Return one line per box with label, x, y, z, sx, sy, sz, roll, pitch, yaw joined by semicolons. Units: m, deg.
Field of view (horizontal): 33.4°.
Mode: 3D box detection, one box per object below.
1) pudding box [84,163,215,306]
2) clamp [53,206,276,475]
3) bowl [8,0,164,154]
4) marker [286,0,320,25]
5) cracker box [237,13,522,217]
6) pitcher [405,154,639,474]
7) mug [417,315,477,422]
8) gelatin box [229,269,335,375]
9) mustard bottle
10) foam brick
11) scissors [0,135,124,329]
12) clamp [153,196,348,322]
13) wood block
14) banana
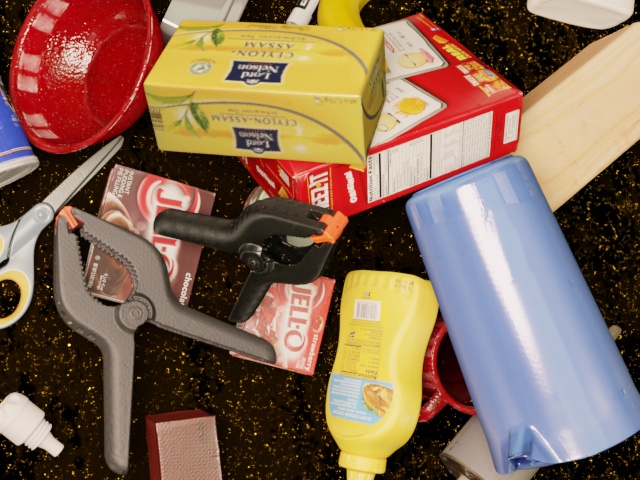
pudding box;-0.148;0.001;0.909;0.090;0.039;0.113;16;82;-17
clamp;-0.141;0.059;0.865;0.164;0.036;0.210;-28;91;-23
bowl;-0.180;-0.143;0.872;0.055;0.162;0.162;19;78;-54
marker;0.004;-0.247;0.986;0.020;0.020;0.121;31;78;-13
cracker box;0.038;-0.105;0.913;0.213;0.164;0.072;-22;134;-17
pitcher;0.168;0.056;0.881;0.145;0.149;0.243;-22;89;-4
mug;0.119;0.117;0.962;0.093;0.082;0.117;43;75;-10
gelatin box;-0.033;0.067;0.945;0.073;0.030;0.089;17;81;-16
mustard bottle;0.048;0.124;0.932;0.058;0.096;0.191;16;81;-41
foam brick;-0.115;0.185;0.899;0.053;0.051;0.078;-4;87;-19
scissors;-0.231;-0.001;0.895;0.201;0.016;0.096;-31;97;-17
clamp;-0.056;0.001;0.846;0.120;0.172;0.039;42;46;-20
wood block;0.233;-0.106;1.010;0.206;0.091;0.090;-38;97;-16
banana;0.030;-0.197;0.935;0.070;0.197;0.037;-3;128;12
